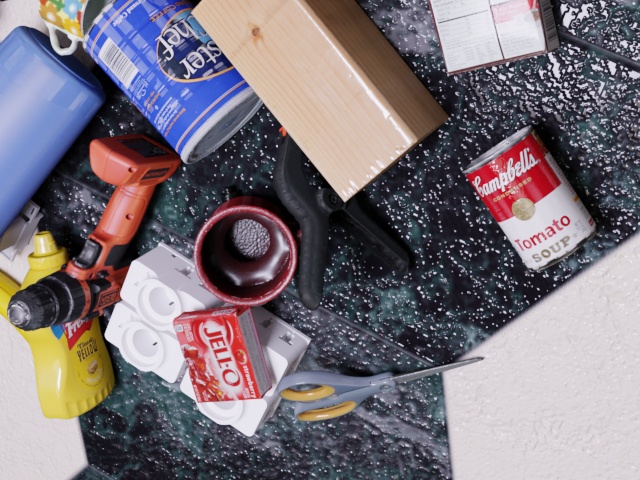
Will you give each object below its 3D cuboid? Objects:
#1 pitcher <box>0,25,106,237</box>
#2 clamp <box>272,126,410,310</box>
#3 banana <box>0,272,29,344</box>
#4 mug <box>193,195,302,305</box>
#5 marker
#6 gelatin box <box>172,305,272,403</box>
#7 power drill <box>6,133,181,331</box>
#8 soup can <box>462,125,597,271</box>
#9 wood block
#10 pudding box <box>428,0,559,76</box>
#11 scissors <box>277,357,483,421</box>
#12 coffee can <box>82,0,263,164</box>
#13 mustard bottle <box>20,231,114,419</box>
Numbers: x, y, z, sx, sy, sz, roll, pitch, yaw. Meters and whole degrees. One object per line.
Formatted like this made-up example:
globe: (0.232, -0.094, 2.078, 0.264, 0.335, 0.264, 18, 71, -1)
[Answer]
pitcher: (-0.330, -0.092, 1.030, 0.243, 0.145, 0.149, -48, 125, 7)
clamp: (0.014, -0.029, 0.957, 0.039, 0.120, 0.171, -23, 79, 52)
banana: (-0.353, 0.073, 1.193, 0.198, 0.037, 0.070, 32, 136, 13)
mug: (-0.056, 0.001, 0.988, 0.117, 0.081, 0.093, -18, 103, 3)
marker: (-0.075, 0.006, 1.042, 0.020, 0.020, 0.121, -7, 105, 27)
gelatin box: (-0.093, 0.108, 1.009, 0.073, 0.030, 0.089, -8, 105, 27)
power drill: (-0.214, -0.007, 1.021, 0.057, 0.184, 0.188, 31, 109, 12)
soup can: (0.173, -0.034, 0.881, 0.069, 0.068, 0.102, -32, 94, 31)
wood block: (0.001, -0.148, 0.908, 0.091, 0.090, 0.206, -39, 89, 32)
pudding box: (0.134, -0.197, 0.857, 0.090, 0.039, 0.113, -9, 103, 28)
scissors: (0.044, 0.129, 1.005, 0.202, 0.016, 0.096, -27, 139, 32)
coffee can: (-0.129, -0.154, 0.960, 0.140, 0.102, 0.103, 48, 121, 3)
mustard bottle: (-0.271, 0.083, 1.120, 0.058, 0.096, 0.191, -1, 108, 26)
